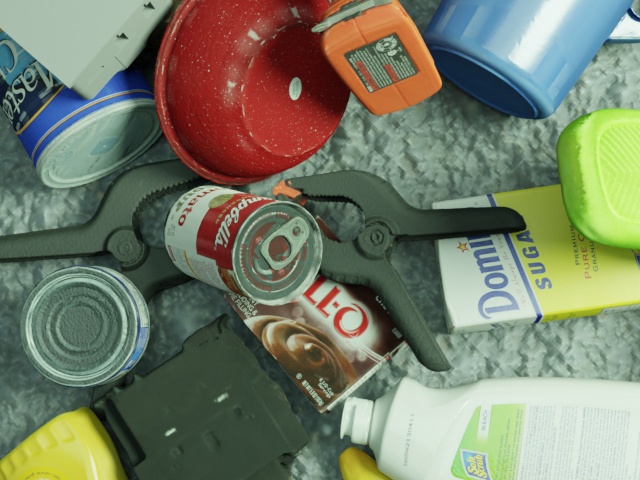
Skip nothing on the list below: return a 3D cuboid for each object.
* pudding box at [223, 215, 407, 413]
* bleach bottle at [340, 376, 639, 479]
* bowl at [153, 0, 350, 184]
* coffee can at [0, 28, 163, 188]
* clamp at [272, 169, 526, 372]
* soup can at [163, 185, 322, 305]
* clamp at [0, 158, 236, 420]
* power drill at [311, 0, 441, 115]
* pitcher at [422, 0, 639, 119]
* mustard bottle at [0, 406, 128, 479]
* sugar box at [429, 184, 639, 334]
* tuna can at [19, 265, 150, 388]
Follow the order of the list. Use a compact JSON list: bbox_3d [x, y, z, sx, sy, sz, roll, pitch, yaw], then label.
[{"bbox_3d":[0.000,0.053,0.761,0.090,0.039,0.113,-41,78,-2],"label":"pudding box"},{"bbox_3d":[0.140,0.130,0.719,0.251,0.068,0.102,8,81,7],"label":"bleach bottle"},{"bbox_3d":[-0.031,-0.109,0.732,0.055,0.162,0.162,27,82,47],"label":"bowl"},{"bbox_3d":[-0.190,-0.124,0.781,0.103,0.103,0.140,-31,78,-1],"label":"coffee can"},{"bbox_3d":[0.051,-0.005,0.730,0.171,0.039,0.120,37,83,13],"label":"clamp"},{"bbox_3d":[-0.055,0.001,0.722,0.068,0.102,0.068,-7,103,-34],"label":"soup can"},{"bbox_3d":[-0.138,0.018,0.783,0.210,0.036,0.164,-34,86,-2],"label":"clamp"},{"bbox_3d":[0.025,-0.181,0.714,0.057,0.184,0.188,-23,63,16],"label":"power drill"},{"bbox_3d":[0.186,-0.205,0.750,0.149,0.144,0.243,31,87,39],"label":"pitcher"},{"bbox_3d":[-0.148,0.218,0.735,0.096,0.058,0.192,-39,79,17],"label":"mustard bottle"},{"bbox_3d":[0.170,0.008,0.749,0.176,0.048,0.093,-8,77,3],"label":"sugar box"},{"bbox_3d":[-0.165,0.060,0.745,0.086,0.033,0.086,0,87,4],"label":"tuna can"}]
